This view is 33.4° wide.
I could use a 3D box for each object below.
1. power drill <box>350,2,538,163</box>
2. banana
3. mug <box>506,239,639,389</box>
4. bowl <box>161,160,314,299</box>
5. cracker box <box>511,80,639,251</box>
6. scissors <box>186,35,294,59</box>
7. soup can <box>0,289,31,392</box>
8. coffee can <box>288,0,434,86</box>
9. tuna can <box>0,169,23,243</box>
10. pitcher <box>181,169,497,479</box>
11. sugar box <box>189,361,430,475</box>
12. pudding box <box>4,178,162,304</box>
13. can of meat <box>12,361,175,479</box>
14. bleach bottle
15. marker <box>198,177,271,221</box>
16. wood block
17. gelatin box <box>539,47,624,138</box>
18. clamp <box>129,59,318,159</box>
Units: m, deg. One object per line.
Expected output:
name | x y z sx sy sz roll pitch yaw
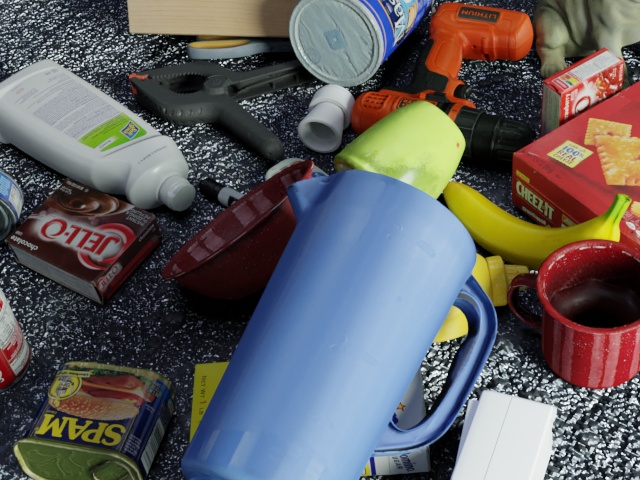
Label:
power drill | 0.144 -0.154 1.048 0.185 0.057 0.187 15 51 23
banana | 0.176 -0.010 0.893 0.037 0.069 0.198 7 1 -40
mug | 0.200 0.057 0.820 0.117 0.081 0.093 13 50 21
bowl | -0.056 0.001 0.908 0.162 0.055 0.162 -35 13 9
cracker box | 0.298 -0.060 0.920 0.213 0.072 0.164 -30 49 -18
scissors | -0.050 -0.218 1.170 0.201 0.016 0.096 -8 24 -17
soup can | -0.287 0.072 0.882 0.068 0.102 0.068 -5 46 5
coffee can | 0.045 -0.235 1.096 0.103 0.103 0.140 15 41 23
tuna can | -0.324 -0.032 0.999 0.086 0.086 0.033 -6 48 5
pitcher | 0.014 0.086 0.744 0.149 0.145 0.242 12 59 31
sugar box | -0.008 0.133 0.812 0.176 0.048 0.093 -7 47 5
pudding box | -0.217 -0.001 0.982 0.114 0.039 0.090 21 54 27
can of meat | -0.171 0.144 0.826 0.102 0.057 0.084 6 45 15
bleach bottle | -0.223 -0.093 1.056 0.251 0.068 0.102 33 60 31
marker | -0.067 -0.032 0.997 0.121 0.020 0.020 26 56 30
wood block | -0.100 -0.274 1.166 0.206 0.091 0.090 4 20 14
gelatin box | 0.239 -0.122 0.978 0.073 0.089 0.030 -28 50 -16
clamp | -0.096 -0.155 1.107 0.210 0.036 0.164 14 45 23
